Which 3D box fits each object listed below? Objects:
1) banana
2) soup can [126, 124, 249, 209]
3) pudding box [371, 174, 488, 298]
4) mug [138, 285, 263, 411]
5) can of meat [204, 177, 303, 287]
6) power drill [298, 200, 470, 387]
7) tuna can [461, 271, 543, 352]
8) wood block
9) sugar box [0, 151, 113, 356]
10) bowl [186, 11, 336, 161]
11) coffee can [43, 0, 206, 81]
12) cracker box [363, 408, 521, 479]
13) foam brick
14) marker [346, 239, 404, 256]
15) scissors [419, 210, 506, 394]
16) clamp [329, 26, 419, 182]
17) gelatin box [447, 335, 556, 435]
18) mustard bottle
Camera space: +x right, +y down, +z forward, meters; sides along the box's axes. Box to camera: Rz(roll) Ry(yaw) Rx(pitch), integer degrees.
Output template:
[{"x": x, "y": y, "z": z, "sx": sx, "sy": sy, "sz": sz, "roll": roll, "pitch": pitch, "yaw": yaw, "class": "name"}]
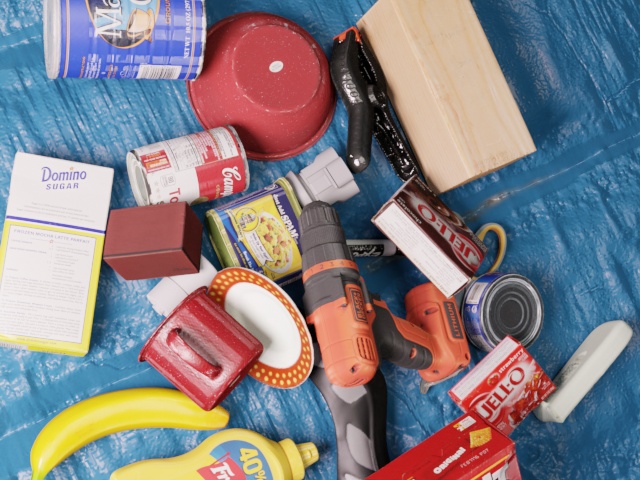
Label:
[{"x": -0.183, "y": 0.171, "z": 0.981, "sx": 0.197, "sy": 0.037, "sz": 0.069, "roll": -18, "pitch": 80, "yaw": -24, "class": "banana"}, {"x": -0.128, "y": -0.067, "z": 1.029, "sx": 0.102, "sy": 0.069, "sz": 0.068, "roll": -17, "pitch": 85, "yaw": -20, "class": "soup can"}, {"x": 0.112, "y": -0.005, "z": 1.072, "sx": 0.113, "sy": 0.039, "sz": 0.090, "roll": 44, "pitch": 27, "yaw": 1, "class": "pudding box"}, {"x": -0.107, "y": 0.101, "z": 0.971, "sx": 0.081, "sy": 0.117, "sz": 0.093, "roll": 41, "pitch": 88, "yaw": 7, "class": "mug"}, {"x": -0.057, "y": 0.001, "z": 1.046, "sx": 0.083, "sy": 0.057, "sz": 0.102, "roll": -23, "pitch": 88, "yaw": -19, "class": "can of meat"}, {"x": 0.057, "y": 0.060, "z": 1.025, "sx": 0.187, "sy": 0.057, "sz": 0.184, "roll": 16, "pitch": 54, "yaw": -43, "class": "power drill"}, {"x": 0.191, "y": 0.076, "z": 1.115, "sx": 0.086, "sy": 0.034, "sz": 0.086, "roll": 1, "pitch": 89, "yaw": -28, "class": "tuna can"}, {"x": 0.131, "y": -0.163, "z": 1.121, "sx": 0.090, "sy": 0.091, "sz": 0.206, "roll": -23, "pitch": 87, "yaw": -22, "class": "wood block"}, {"x": -0.250, "y": 0.013, "z": 0.987, "sx": 0.093, "sy": 0.048, "sz": 0.176, "roll": 10, "pitch": 73, "yaw": -16, "class": "sugar box"}, {"x": -0.052, "y": -0.165, "z": 1.080, "sx": 0.162, "sy": 0.055, "sz": 0.162, "roll": 4, "pitch": 78, "yaw": -18, "class": "bowl"}, {"x": -0.188, "y": -0.205, "z": 1.017, "sx": 0.140, "sy": 0.103, "sz": 0.103, "roll": -2, "pitch": 80, "yaw": -19, "class": "coffee can"}, {"x": 0.116, "y": 0.289, "z": 0.987, "sx": 0.164, "sy": 0.072, "sz": 0.213, "roll": -29, "pitch": 124, "yaw": -21, "class": "cracker box"}, {"x": -0.155, "y": 0.001, "z": 0.995, "sx": 0.078, "sy": 0.053, "sz": 0.051, "roll": -6, "pitch": 62, "yaw": 12, "class": "foam brick"}, {"x": 0.045, "y": 0.008, "z": 1.098, "sx": 0.121, "sy": 0.020, "sz": 0.020, "roll": -1, "pitch": 80, "yaw": -18, "class": "marker"}, {"x": 0.125, "y": 0.052, "z": 1.118, "sx": 0.096, "sy": 0.016, "sz": 0.201, "roll": 38, "pitch": 71, "yaw": -6, "class": "scissors"}, {"x": 0.054, "y": -0.135, "z": 1.108, "sx": 0.120, "sy": 0.039, "sz": 0.171, "roll": 23, "pitch": 54, "yaw": -56, "class": "clamp"}, {"x": 0.186, "y": 0.153, "z": 1.088, "sx": 0.089, "sy": 0.030, "sz": 0.073, "roll": -43, "pitch": 116, "yaw": -3, "class": "gelatin box"}, {"x": -0.090, "y": 0.228, "z": 0.991, "sx": 0.191, "sy": 0.058, "sz": 0.096, "roll": -17, "pitch": 87, "yaw": -21, "class": "mustard bottle"}]
